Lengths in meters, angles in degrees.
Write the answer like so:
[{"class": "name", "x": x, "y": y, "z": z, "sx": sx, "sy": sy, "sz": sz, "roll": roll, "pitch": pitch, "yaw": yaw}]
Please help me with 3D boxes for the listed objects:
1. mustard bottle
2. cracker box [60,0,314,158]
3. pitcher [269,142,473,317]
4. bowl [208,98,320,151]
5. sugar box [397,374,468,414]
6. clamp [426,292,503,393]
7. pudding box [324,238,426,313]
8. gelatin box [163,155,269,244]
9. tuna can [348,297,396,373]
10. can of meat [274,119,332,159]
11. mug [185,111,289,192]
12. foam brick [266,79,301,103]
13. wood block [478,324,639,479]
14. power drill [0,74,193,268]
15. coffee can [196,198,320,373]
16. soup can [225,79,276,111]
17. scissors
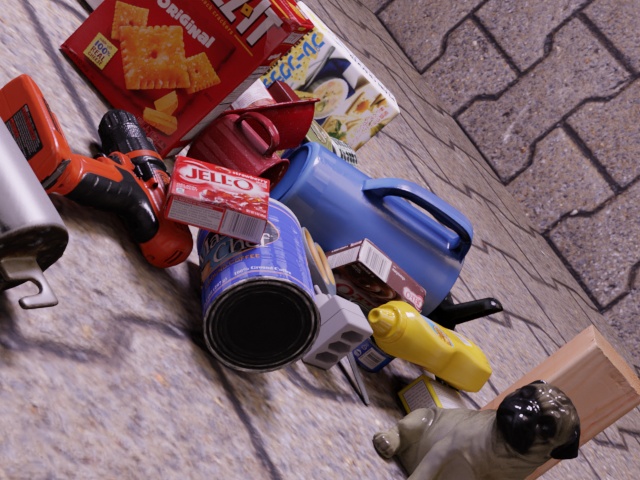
[{"class": "mustard bottle", "x": 0.112, "y": 0.112, "z": 1.196, "sx": 0.191, "sy": 0.058, "sz": 0.096, "roll": 31, "pitch": 7, "yaw": -48}, {"class": "cracker box", "x": -0.141, "y": -0.216, "z": 1.125, "sx": 0.164, "sy": 0.214, "sz": 0.072, "roll": 49, "pitch": 16, "yaw": 0}, {"class": "pitcher", "x": 0.058, "y": -0.018, "z": 1.312, "sx": 0.242, "sy": 0.149, "sz": 0.145, "roll": 36, "pitch": -2, "yaw": -20}, {"class": "bowl", "x": -0.076, "y": -0.134, "z": 1.292, "sx": 0.162, "sy": 0.162, "sz": 0.055, "roll": -29, "pitch": 111, "yaw": -73}, {"class": "sugar box", "x": 0.157, "y": 0.240, "z": 1.188, "sx": 0.093, "sy": 0.048, "sz": 0.176, "roll": 31, "pitch": 27, "yaw": -46}, {"class": "clamp", "x": 0.150, "y": 0.120, "z": 1.358, "sx": 0.036, "sy": 0.164, "sz": 0.210, "roll": 9, "pitch": 13, "yaw": -26}, {"class": "pudding box", "x": 0.055, "y": 0.052, "z": 1.257, "sx": 0.113, "sy": 0.090, "sz": 0.039, "roll": 43, "pitch": 50, "yaw": -25}, {"class": "gelatin box", "x": -0.091, "y": -0.038, "z": 0.940, "sx": 0.089, "sy": 0.030, "sz": 0.073, "roll": 16, "pitch": 29, "yaw": -10}, {"class": "tuna can", "x": 0.050, "y": 0.109, "z": 1.220, "sx": 0.086, "sy": 0.034, "sz": 0.086, "roll": 44, "pitch": 17, "yaw": -17}, {"class": "can of meat", "x": -0.033, "y": -0.112, "z": 1.411, "sx": 0.057, "sy": 0.084, "sz": 0.102, "roll": 43, "pitch": 17, "yaw": -20}, {"class": "mug", "x": -0.089, "y": -0.092, "z": 1.174, "sx": 0.081, "sy": 0.117, "sz": 0.093, "roll": 47, "pitch": 38, "yaw": 10}, {"class": "foam brick", "x": -0.066, "y": -0.178, "z": 1.487, "sx": 0.051, "sy": 0.078, "sz": 0.053, "roll": 50, "pitch": 16, "yaw": 8}, {"class": "wood block", "x": 0.275, "y": 0.206, "z": 1.282, "sx": 0.090, "sy": 0.206, "sz": 0.090, "roll": 49, "pitch": 16, "yaw": -1}, {"class": "power drill", "x": -0.199, "y": -0.073, "z": 0.932, "sx": 0.187, "sy": 0.057, "sz": 0.184, "roll": 27, "pitch": 27, "yaw": -53}, {"class": "coffee can", "x": -0.059, "y": 0.037, "z": 0.971, "sx": 0.102, "sy": 0.103, "sz": 0.140, "roll": 40, "pitch": 19, "yaw": -28}, {"class": "soup can", "x": -0.100, "y": -0.185, "z": 1.431, "sx": 0.102, "sy": 0.069, "sz": 0.068, "roll": 56, "pitch": 17, "yaw": 23}, {"class": "scissors", "x": 0.018, "y": 0.080, "z": 1.177, "sx": 0.096, "sy": 0.016, "sz": 0.202, "roll": -14, "pitch": 81, "yaw": -81}]
